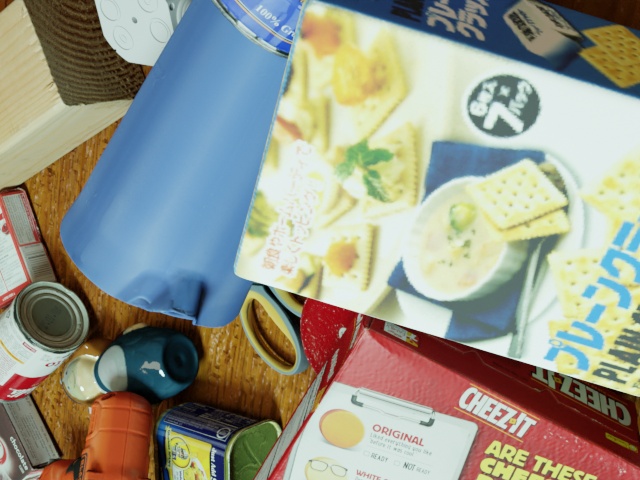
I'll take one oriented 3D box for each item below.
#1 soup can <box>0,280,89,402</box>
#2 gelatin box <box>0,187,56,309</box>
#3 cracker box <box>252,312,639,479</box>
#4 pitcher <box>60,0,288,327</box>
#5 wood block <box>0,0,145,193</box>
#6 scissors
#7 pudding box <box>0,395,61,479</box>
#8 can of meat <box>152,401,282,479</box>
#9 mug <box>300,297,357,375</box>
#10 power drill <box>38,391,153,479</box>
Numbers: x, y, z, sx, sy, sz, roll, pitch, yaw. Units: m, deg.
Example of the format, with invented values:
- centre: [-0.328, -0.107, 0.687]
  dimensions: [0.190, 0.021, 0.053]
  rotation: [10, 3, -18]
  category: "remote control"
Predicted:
- centre: [-0.247, 0.085, 0.896]
  dimensions: [0.102, 0.068, 0.068]
  rotation: [-39, 75, 39]
  category: "soup can"
- centre: [-0.273, 0.008, 0.928]
  dimensions: [0.073, 0.030, 0.089]
  rotation: [-25, 84, 40]
  category: "gelatin box"
- centre: [0.052, 0.145, 0.604]
  dimensions: [0.164, 0.072, 0.214]
  rotation: [27, 118, -4]
  category: "cracker box"
- centre: [-0.059, -0.079, 0.682]
  dimensions: [0.149, 0.144, 0.243]
  rotation: [38, 112, 16]
  category: "pitcher"
- centre: [-0.242, -0.108, 0.843]
  dimensions: [0.207, 0.090, 0.091]
  rotation: [-24, 85, 38]
  category: "wood block"
- centre: [-0.055, 0.001, 0.766]
  dimensions: [0.096, 0.016, 0.202]
  rotation: [-40, 75, 35]
  category: "scissors"
- centre: [-0.293, 0.175, 0.972]
  dimensions: [0.090, 0.039, 0.113]
  rotation: [-43, 73, 35]
  category: "pudding box"
- centre: [-0.077, 0.176, 0.794]
  dimensions: [0.084, 0.057, 0.102]
  rotation: [8, 104, 39]
  category: "can of meat"
- centre: [0.045, 0.041, 0.654]
  dimensions: [0.093, 0.081, 0.117]
  rotation: [32, 117, 29]
  category: "mug"
- centre: [-0.178, 0.222, 0.814]
  dimensions: [0.188, 0.057, 0.184]
  rotation: [-39, 41, 56]
  category: "power drill"
